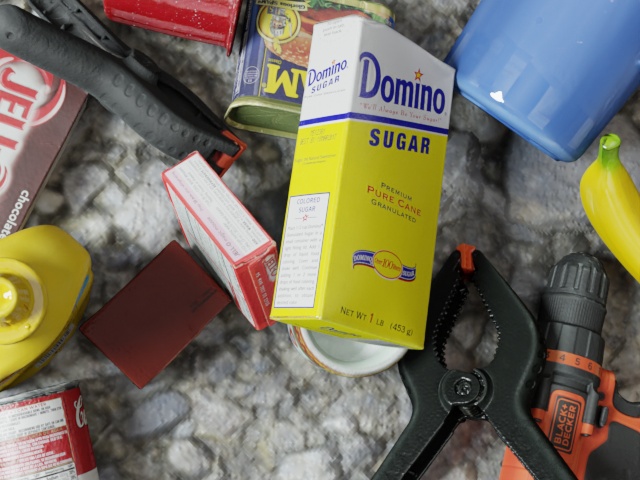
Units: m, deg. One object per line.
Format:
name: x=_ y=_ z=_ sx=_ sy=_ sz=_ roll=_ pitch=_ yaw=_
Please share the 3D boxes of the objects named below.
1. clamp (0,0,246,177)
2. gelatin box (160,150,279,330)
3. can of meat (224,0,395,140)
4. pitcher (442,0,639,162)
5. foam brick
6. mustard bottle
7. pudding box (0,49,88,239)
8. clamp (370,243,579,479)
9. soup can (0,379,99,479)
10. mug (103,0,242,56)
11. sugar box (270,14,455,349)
clamp: x=-0.121 y=-0.095 z=0.635 sx=0.171 sy=0.120 sz=0.039 roll=37 pitch=113 yaw=-7
gelatin box: x=-0.054 y=0.001 z=0.634 sx=0.030 sy=0.073 sz=0.089 roll=-33 pitch=57 yaw=-14
can of meat: x=-0.005 y=-0.111 z=0.686 sx=0.102 sy=0.057 sz=0.084 roll=10 pitch=78 yaw=-11
pitcher: x=0.192 y=-0.167 z=0.659 sx=0.145 sy=0.149 sz=0.243 roll=32 pitch=101 yaw=-13
foam brick: x=-0.100 y=0.046 z=0.648 sx=0.078 sy=0.051 sz=0.053 roll=-44 pitch=94 yaw=-13
mustard bottle: x=-0.162 y=0.037 z=0.564 sx=0.058 sy=0.192 sz=0.096 roll=42 pitch=77 yaw=-4
pudding box: x=-0.204 y=-0.060 z=0.646 sx=0.090 sy=0.039 sz=0.113 roll=25 pitch=79 yaw=-8
clamp: x=0.084 y=0.103 z=0.663 sx=0.165 sy=0.036 sz=0.210 roll=-12 pitch=60 yaw=15
soup can: x=-0.162 y=0.138 z=0.615 sx=0.068 sy=0.068 sz=0.102 roll=-12 pitch=86 yaw=-13
mug: x=-0.084 y=-0.174 z=0.649 sx=0.081 sy=0.117 sz=0.093 roll=12 pitch=57 yaw=-6
sugar box: x=0.028 y=-0.031 z=0.616 sx=0.093 sy=0.048 sz=0.176 roll=20 pitch=75 yaw=-45
